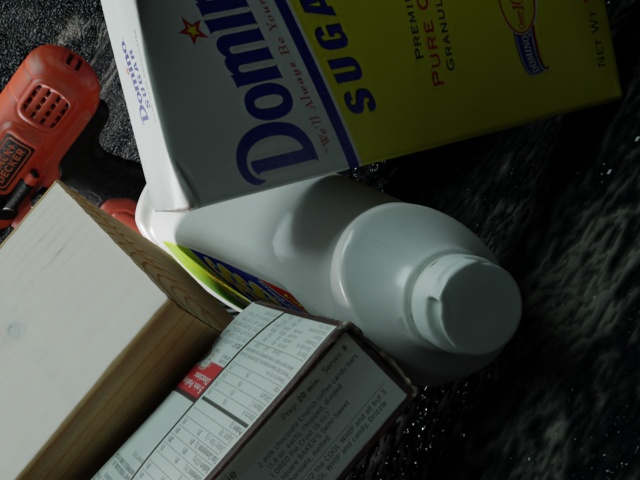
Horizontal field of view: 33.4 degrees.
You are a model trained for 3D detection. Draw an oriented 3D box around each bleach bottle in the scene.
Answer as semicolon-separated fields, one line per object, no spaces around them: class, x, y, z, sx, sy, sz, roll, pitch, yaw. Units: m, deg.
bleach bottle;-0.002;0.005;0.432;0.068;0.102;0.251;-53;19;-9

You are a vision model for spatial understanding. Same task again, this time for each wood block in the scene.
wood block;-0.127;0.092;0.432;0.206;0.090;0.091;-49;56;0

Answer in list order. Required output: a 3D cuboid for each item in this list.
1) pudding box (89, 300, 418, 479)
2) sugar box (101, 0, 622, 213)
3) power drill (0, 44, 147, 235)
pudding box;-0.032;0.074;0.355;0.113;0.039;0.090;-49;18;-13
sugar box;0.018;-0.074;0.377;0.176;0.093;0.048;-17;8;-23
power drill;-0.143;-0.003;0.656;0.185;0.187;0.057;-47;23;23
